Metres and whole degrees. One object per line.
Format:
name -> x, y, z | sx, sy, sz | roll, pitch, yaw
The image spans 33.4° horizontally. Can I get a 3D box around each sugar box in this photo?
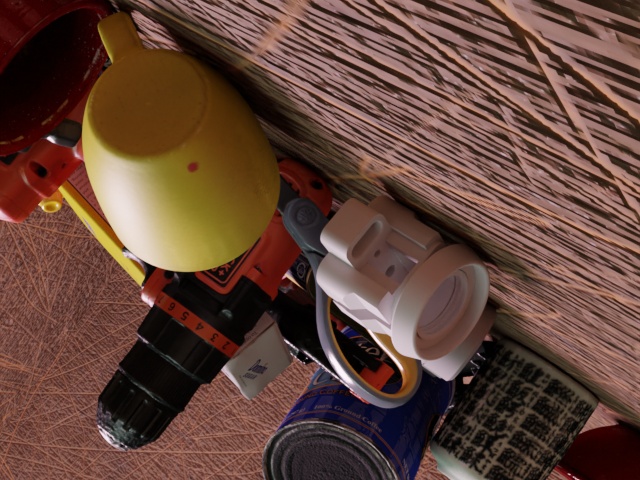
sugar box -> -0.094, 0.017, 0.674 | 0.176, 0.048, 0.093 | 47, 170, 20

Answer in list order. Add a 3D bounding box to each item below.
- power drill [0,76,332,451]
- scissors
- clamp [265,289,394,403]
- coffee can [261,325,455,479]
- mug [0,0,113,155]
power drill -> -0.112, -0.001, 0.604 | 0.188, 0.184, 0.057 | 34, 171, 16
scissors -> 0.011, -0.012, 0.560 | 0.202, 0.096, 0.016 | 64, 158, 9
clamp -> -0.007, 0.066, 0.734 | 0.172, 0.039, 0.120 | 36, 180, 41
coffee can -> 0.031, 0.133, 0.779 | 0.103, 0.103, 0.140 | 35, -145, 3
mug -> -0.159, -0.101, 0.528 | 0.081, 0.093, 0.117 | 39, -175, 8
